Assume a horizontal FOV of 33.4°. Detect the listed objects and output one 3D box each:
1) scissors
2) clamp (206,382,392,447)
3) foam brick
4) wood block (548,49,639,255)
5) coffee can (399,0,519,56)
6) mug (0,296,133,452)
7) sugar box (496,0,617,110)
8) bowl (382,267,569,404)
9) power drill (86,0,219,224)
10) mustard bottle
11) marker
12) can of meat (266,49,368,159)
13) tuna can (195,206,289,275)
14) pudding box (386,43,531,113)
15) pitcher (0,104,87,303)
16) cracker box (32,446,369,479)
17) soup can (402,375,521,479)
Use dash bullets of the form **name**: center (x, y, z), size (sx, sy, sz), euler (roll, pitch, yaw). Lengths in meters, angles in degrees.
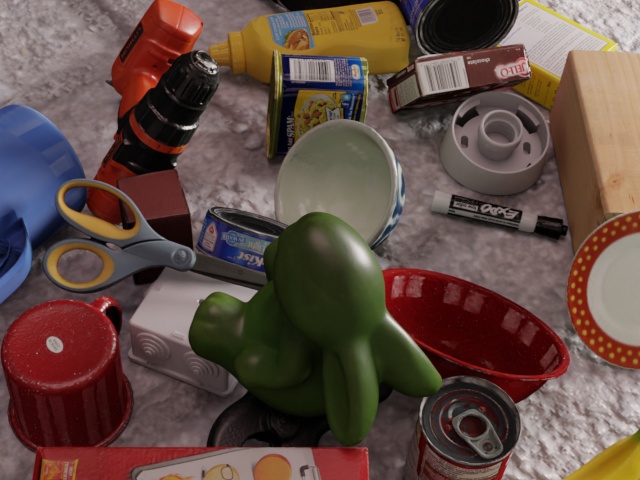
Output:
- **scissors**: center (-0.122, 0.026, 0.810), size (0.202, 0.016, 0.096), euler (32, 79, 1)
- **clamp**: center (-0.020, 0.134, 0.773), size (0.120, 0.039, 0.171), euler (23, 65, 0)
- **foam brick**: center (-0.135, -0.011, 0.873), size (0.051, 0.078, 0.053), euler (-11, 51, -12)
- **wood block**: center (0.268, -0.068, 0.948), size (0.090, 0.091, 0.206), euler (3, 49, -3)
- **coffee can**: center (0.121, -0.259, 1.039), size (0.102, 0.103, 0.140), euler (-8, 54, -12)
- **mug**: center (-0.179, 0.089, 0.778), size (0.093, 0.081, 0.117), euler (23, 51, 14)
- **sugar box**: center (0.201, -0.204, 1.091), size (0.176, 0.048, 0.093), euler (34, 56, 27)
- **bowl**: center (0.101, 0.082, 0.802), size (0.162, 0.055, 0.162), euler (17, 20, -6)
- **power drill**: center (-0.141, -0.129, 0.922), size (0.057, 0.185, 0.187), euler (27, 36, -23)
- **mustard bottle**: center (-0.014, -0.192, 1.048), size (0.191, 0.058, 0.096), euler (-7, 41, -7)
- **marker**: center (0.159, -0.022, 0.946), size (0.121, 0.020, 0.020), euler (13, 49, 7)
- **can of meat**: center (-0.004, -0.120, 0.964), size (0.084, 0.102, 0.057), euler (2, 49, -6)
- **tuna can**: center (-0.056, 0.001, 0.867), size (0.086, 0.034, 0.086), euler (17, 10, -3)
- **pudding box**: center (0.129, -0.153, 1.010), size (0.113, 0.090, 0.039), euler (-9, 88, -14)
- **pitcher**: center (-0.293, -0.002, 0.820), size (0.149, 0.145, 0.242), euler (51, 54, -4)
- **cracker box**: center (-0.076, 0.216, 0.661), size (0.213, 0.072, 0.164), euler (0, 60, 1)
- **soup can**: center (0.094, 0.150, 0.736), size (0.068, 0.102, 0.068), euler (2, 49, -3)
